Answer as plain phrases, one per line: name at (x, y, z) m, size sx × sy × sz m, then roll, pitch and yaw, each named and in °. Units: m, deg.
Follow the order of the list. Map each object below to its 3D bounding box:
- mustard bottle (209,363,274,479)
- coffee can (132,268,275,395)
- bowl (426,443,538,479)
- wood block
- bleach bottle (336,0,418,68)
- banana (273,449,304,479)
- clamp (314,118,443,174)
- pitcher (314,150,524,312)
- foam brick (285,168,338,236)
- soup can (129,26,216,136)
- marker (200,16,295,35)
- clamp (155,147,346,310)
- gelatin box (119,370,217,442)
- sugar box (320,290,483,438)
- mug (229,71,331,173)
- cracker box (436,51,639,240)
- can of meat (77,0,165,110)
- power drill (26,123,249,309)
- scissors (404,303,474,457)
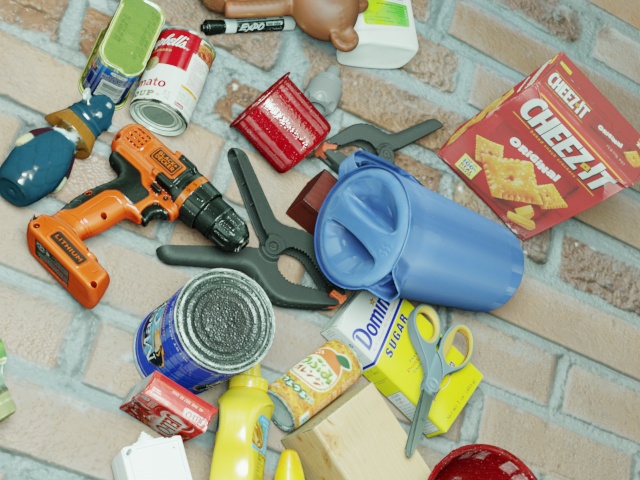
mustard bottle at (-0.080, 0.212, 1.069) m, size 0.058 × 0.096 × 0.191 m, roll 3°, pitch 67°, yaw 9°
coffee can at (-0.118, 0.095, 1.063) m, size 0.102 × 0.141 × 0.103 m, roll 9°, pitch 69°, yaw -24°
bowl at (0.155, 0.289, 1.075) m, size 0.161 × 0.055 × 0.162 m, roll 9°, pitch 68°, yaw -24°
wood block at (0.062, 0.266, 1.123) m, size 0.090 × 0.090 × 0.206 m, roll -33°, pitch 88°, yaw -31°
bleach bottle at (0.056, -0.343, 1.348) m, size 0.102 × 0.068 × 0.251 m, roll 1°, pitch 70°, yaw -26°
banana at (-0.002, 0.313, 1.102) m, size 0.069 × 0.037 × 0.198 m, roll -34°, pitch 87°, yaw -20°
clamp at (0.079, -0.108, 1.290) m, size 0.171 × 0.039 × 0.120 m, roll 16°, pitch 65°, yaw -20°
pitcher at (0.116, 0.000, 1.190) m, size 0.242 × 0.145 × 0.149 m, roll 17°, pitch 91°, yaw -45°
foam brick at (0.011, -0.032, 1.222) m, size 0.078 × 0.053 × 0.051 m, roll 41°, pitch 60°, yaw -9°
soup can at (-0.163, -0.175, 1.177) m, size 0.068 × 0.069 × 0.102 m, roll 26°, pitch 63°, yaw -17°
marker at (-0.086, -0.257, 1.271) m, size 0.120 × 0.020 × 0.020 m, roll -10°, pitch 78°, yaw -29°
clamp at (-0.058, 0.001, 1.186) m, size 0.210 × 0.036 × 0.164 m, roll 30°, pitch 63°, yaw -10°
gelatin box at (-0.151, 0.167, 1.052) m, size 0.073 × 0.089 × 0.030 m, roll 35°, pitch 61°, yaw -12°
sugar box at (0.094, 0.129, 1.211) m, size 0.176 × 0.048 × 0.093 m, roll 45°, pitch 57°, yaw -8°
mug at (-0.040, -0.135, 1.221) m, size 0.081 × 0.093 × 0.117 m, roll 47°, pitch 23°, yaw -10°
cracker box at (0.263, -0.103, 1.276) m, size 0.164 × 0.214 × 0.072 m, roll 45°, pitch 59°, yaw -6°
can of meat at (-0.214, -0.204, 1.153) m, size 0.057 × 0.084 × 0.102 m, roll 25°, pitch 64°, yaw -17°
power drill at (-0.190, -0.015, 1.096) m, size 0.184 × 0.057 × 0.187 m, roll 41°, pitch 58°, yaw 12°
scissors at (0.108, 0.140, 1.160) m, size 0.096 × 0.016 × 0.201 m, roll 47°, pitch 43°, yaw 0°
